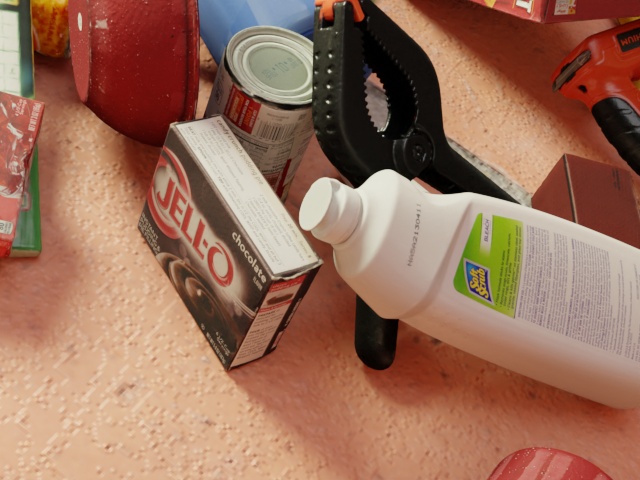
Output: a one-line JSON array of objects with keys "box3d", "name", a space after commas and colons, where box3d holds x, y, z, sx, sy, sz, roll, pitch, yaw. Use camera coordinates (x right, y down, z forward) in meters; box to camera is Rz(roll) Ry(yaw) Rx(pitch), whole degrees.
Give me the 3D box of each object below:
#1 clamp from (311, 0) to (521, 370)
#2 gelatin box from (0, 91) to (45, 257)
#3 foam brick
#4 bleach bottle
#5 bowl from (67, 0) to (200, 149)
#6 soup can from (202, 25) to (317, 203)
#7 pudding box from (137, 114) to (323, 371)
[{"box3d": [0.041, -0.041, 0.620, 0.164, 0.036, 0.210, -47, 121, -32], "name": "clamp"}, {"box3d": [-0.194, -0.041, 0.573, 0.073, 0.030, 0.089, 14, 65, -15], "name": "gelatin box"}, {"box3d": [0.180, -0.010, 0.721, 0.053, 0.051, 0.078, 14, 49, -13], "name": "foam brick"}, {"box3d": [0.100, 0.016, 0.602, 0.250, 0.068, 0.102, 23, 60, -28], "name": "bleach bottle"}, {"box3d": [-0.115, -0.126, 0.626, 0.055, 0.162, 0.162, -5, 54, -19], "name": "bowl"}, {"box3d": [-0.038, -0.070, 0.648, 0.068, 0.102, 0.068, 11, 49, -13], "name": "soup can"}, {"box3d": [-0.054, 0.001, 0.591, 0.039, 0.090, 0.113, -21, 63, -35], "name": "pudding box"}]
